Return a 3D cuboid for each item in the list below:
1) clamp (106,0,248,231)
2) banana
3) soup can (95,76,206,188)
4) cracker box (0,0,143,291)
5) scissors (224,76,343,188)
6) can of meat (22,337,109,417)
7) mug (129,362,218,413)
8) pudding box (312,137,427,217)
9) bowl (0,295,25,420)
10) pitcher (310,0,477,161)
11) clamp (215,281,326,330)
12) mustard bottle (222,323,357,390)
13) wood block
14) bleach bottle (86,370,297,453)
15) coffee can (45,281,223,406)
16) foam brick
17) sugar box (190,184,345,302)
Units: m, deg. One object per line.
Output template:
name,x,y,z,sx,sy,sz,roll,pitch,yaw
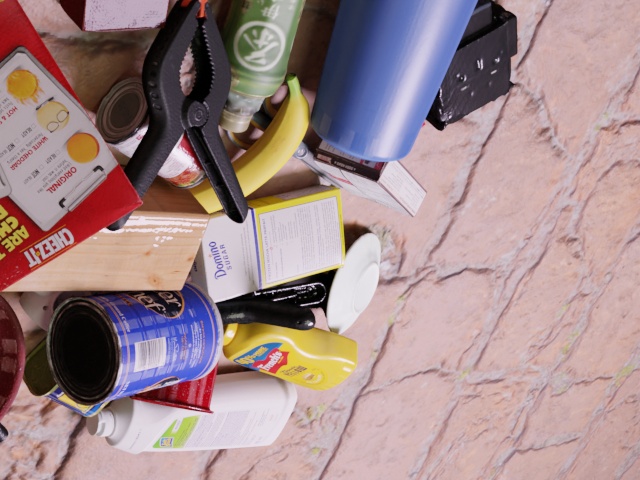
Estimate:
clamp,-0.113,-0.107,0.944,0.164,0.036,0.210,6,94,-52
banana,-0.073,-0.083,1.073,0.069,0.037,0.198,35,108,-31
soup can,-0.150,-0.099,0.987,0.068,0.069,0.102,-49,140,6
cracker box,-0.264,-0.076,0.820,0.164,0.072,0.213,-33,99,-13
scissors,-0.017,-0.113,1.125,0.201,0.016,0.096,15,118,-46
can of meat,-0.246,0.130,1.118,0.102,0.057,0.083,-45,142,1
mug,-0.149,0.143,1.174,0.117,0.093,0.081,32,66,-61
pudding box,0.054,-0.071,1.152,0.113,0.090,0.039,35,79,-59
bowl,-0.354,0.113,0.983,0.161,0.055,0.162,-11,105,-50
pitcher,0.078,-0.207,1.035,0.149,0.145,0.243,2,122,-30
clamp,-0.077,0.073,1.148,0.171,0.120,0.039,-5,97,-1
mustard bottle,-0.056,0.121,1.245,0.191,0.058,0.096,23,144,-31
wood block,-0.219,-0.014,0.985,0.205,0.091,0.090,2,123,-41
bleach bottle,-0.153,0.202,1.257,0.250,0.068,0.103,4,123,-40
coffee can,-0.178,0.097,1.036,0.140,0.103,0.103,-7,130,-53
foam brick,-0.170,-0.209,0.885,0.078,0.051,0.053,-10,131,-34
sugar box,-0.058,0.001,1.152,0.175,0.048,0.093,-13,107,-29
